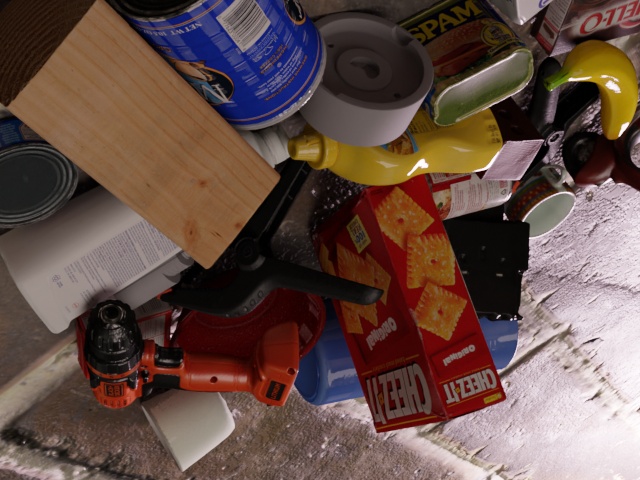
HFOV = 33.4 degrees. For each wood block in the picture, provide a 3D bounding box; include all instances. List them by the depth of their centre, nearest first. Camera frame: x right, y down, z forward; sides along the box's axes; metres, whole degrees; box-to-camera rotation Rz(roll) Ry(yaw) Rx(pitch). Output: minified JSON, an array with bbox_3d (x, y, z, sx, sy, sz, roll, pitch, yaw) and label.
[{"bbox_3d":[-0.133,-0.080,0.739,0.090,0.091,0.205,-52,135,-5],"label":"wood block"}]

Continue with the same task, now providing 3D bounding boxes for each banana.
[{"bbox_3d":[0.270,-0.149,1.021,0.070,0.037,0.197,-39,151,20],"label":"banana"}]

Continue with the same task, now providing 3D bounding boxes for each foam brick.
[{"bbox_3d":[0.164,-0.102,1.016,0.052,0.078,0.051,-5,140,-35],"label":"foam brick"}]

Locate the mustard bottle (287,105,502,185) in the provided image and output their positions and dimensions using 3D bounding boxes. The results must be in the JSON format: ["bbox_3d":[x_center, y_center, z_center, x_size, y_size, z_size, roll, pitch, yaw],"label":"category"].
[{"bbox_3d":[0.058,-0.092,0.924,0.191,0.096,0.058,-11,146,-29],"label":"mustard bottle"}]

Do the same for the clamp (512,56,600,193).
[{"bbox_3d":[0.223,-0.120,1.076,0.120,0.039,0.172,6,127,-43],"label":"clamp"}]

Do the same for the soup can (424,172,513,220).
[{"bbox_3d":[0.131,-0.057,1.057,0.102,0.068,0.069,-14,143,-26],"label":"soup can"}]

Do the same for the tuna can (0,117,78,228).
[{"bbox_3d":[-0.229,-0.051,0.804,0.086,0.034,0.086,-21,145,-16],"label":"tuna can"}]

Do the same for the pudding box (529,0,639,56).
[{"bbox_3d":[0.255,-0.222,0.968,0.113,0.039,0.090,-16,145,-22],"label":"pudding box"}]

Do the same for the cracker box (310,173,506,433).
[{"bbox_3d":[0.072,0.064,0.991,0.072,0.214,0.164,-15,172,-22],"label":"cracker box"}]

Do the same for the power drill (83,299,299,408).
[{"bbox_3d":[-0.116,0.102,0.953,0.187,0.057,0.185,3,154,-8],"label":"power drill"}]

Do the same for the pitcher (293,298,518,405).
[{"bbox_3d":[0.087,0.094,1.178,0.242,0.149,0.145,-11,166,-24],"label":"pitcher"}]

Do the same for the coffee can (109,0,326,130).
[{"bbox_3d":[-0.069,-0.155,0.736,0.103,0.103,0.140,-35,147,5],"label":"coffee can"}]

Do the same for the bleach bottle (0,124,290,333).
[{"bbox_3d":[-0.136,-0.022,0.894,0.250,0.068,0.102,-29,150,-9],"label":"bleach bottle"}]

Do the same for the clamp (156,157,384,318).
[{"bbox_3d":[-0.056,0.001,0.957,0.210,0.164,0.036,-17,164,19],"label":"clamp"}]

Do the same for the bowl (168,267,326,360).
[{"bbox_3d":[-0.078,0.077,1.062,0.162,0.055,0.162,-14,139,-13],"label":"bowl"}]

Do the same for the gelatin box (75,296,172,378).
[{"bbox_3d":[-0.189,0.089,1.024,0.089,0.030,0.073,-16,145,-22],"label":"gelatin box"}]

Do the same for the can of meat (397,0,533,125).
[{"bbox_3d":[0.117,-0.154,0.904,0.102,0.084,0.057,-28,147,-6],"label":"can of meat"}]
